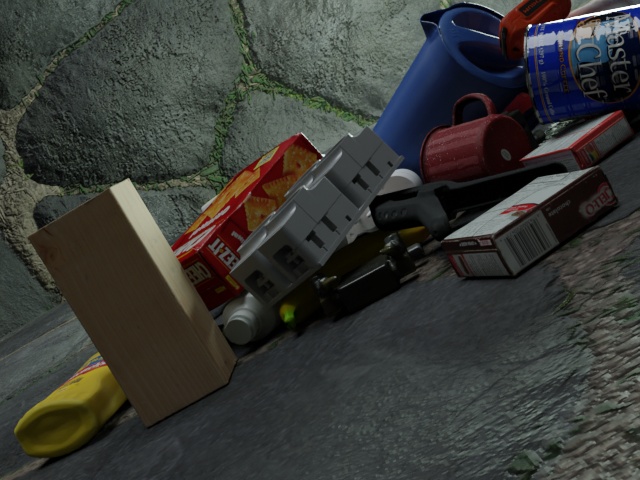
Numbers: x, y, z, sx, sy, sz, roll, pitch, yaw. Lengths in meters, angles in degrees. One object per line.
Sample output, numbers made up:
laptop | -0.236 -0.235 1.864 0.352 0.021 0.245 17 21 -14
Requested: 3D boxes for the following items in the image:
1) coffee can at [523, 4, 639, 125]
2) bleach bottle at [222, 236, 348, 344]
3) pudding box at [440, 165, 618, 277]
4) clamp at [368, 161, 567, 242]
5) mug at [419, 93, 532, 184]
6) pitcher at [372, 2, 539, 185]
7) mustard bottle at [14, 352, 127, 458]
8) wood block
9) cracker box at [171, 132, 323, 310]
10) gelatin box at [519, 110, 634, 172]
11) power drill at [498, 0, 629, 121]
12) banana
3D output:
coffee can | 0.282 -0.175 1.053 0.140 0.103 0.102 -7 17 24
bleach bottle | -0.050 0.048 1.154 0.103 0.068 0.250 -31 9 27
pudding box | 0.163 -0.014 0.840 0.113 0.039 0.090 -31 7 -18
clamp | 0.123 -0.038 1.027 0.164 0.036 0.210 -22 11 -25
mug | 0.163 -0.094 1.101 0.093 0.117 0.082 4 -11 -38
pitcher | 0.160 -0.161 1.329 0.144 0.149 0.243 -8 -29 -32
mustard bottle | -0.241 0.161 1.140 0.096 0.058 0.191 -26 8 19
wood block | -0.172 0.056 1.001 0.091 0.206 0.090 -30 7 7
cracker box | -0.098 -0.008 1.171 0.164 0.072 0.213 -29 17 49
gelatin box | 0.249 -0.090 1.041 0.073 0.030 0.089 -34 8 -22
power drill | 0.307 -0.221 1.179 0.184 0.057 0.188 -39 53 -17
banana | 0.026 0.034 1.067 0.197 0.037 0.070 -35 29 -27
